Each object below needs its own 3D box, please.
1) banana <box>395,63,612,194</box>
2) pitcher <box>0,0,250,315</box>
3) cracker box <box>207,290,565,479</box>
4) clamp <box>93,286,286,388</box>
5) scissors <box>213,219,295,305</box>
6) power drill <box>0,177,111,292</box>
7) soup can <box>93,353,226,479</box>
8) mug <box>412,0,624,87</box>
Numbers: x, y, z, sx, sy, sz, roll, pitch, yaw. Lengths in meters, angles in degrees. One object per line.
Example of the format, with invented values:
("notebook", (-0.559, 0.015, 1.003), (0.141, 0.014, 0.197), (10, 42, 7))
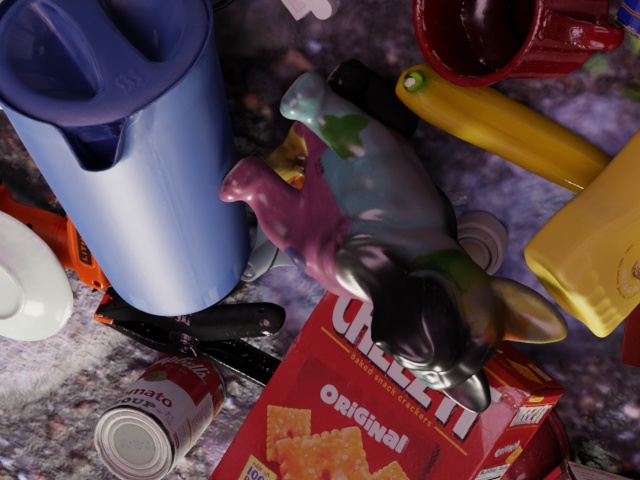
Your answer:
("banana", (0.118, -0.069, 0.684), (0.197, 0.070, 0.037), (20, 115, -26))
("pitcher", (-0.115, -0.062, 0.693), (0.145, 0.149, 0.243), (32, 156, 24))
("cracker box", (0.038, 0.138, 0.746), (0.164, 0.072, 0.214), (39, 107, 28))
("clamp", (-0.092, 0.064, 0.806), (0.171, 0.039, 0.120), (16, 144, 7))
("scissors", (-0.055, 0.001, 0.810), (0.202, 0.016, 0.096), (-20, 100, 28))
("power drill", (-0.241, -0.041, 0.823), (0.188, 0.057, 0.184), (11, 127, 17))
("soup can", (-0.124, 0.136, 0.836), (0.069, 0.102, 0.068), (6, 111, 17))
("mug", (0.123, -0.132, 0.620), (0.117, 0.081, 0.093), (27, 114, 42))
